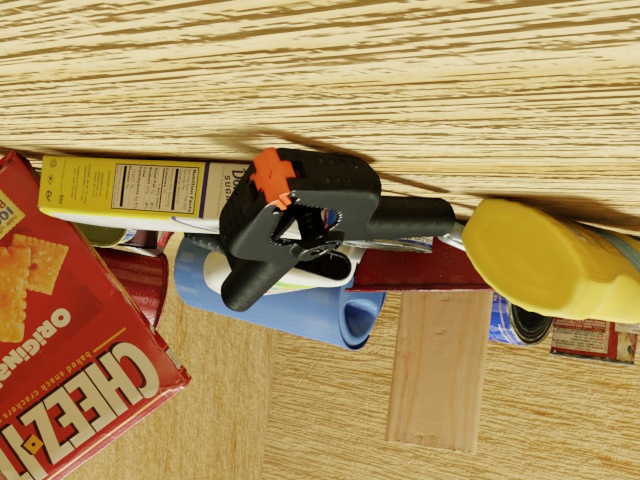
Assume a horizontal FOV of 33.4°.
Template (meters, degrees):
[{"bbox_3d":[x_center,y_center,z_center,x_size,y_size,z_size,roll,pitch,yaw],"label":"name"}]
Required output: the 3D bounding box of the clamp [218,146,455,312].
[{"bbox_3d":[-0.014,-0.005,0.631,0.165,0.036,0.209,-24,163,12],"label":"clamp"}]

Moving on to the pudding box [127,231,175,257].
[{"bbox_3d":[-0.208,-0.013,1.153,0.090,0.039,0.114,24,175,-12],"label":"pudding box"}]

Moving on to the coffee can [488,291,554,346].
[{"bbox_3d":[0.174,0.057,1.162,0.141,0.103,0.102,4,176,43],"label":"coffee can"}]

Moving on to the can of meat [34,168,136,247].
[{"bbox_3d":[-0.211,-0.027,0.927,0.102,0.057,0.084,8,180,-2],"label":"can of meat"}]

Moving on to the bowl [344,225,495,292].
[{"bbox_3d":[0.101,0.017,0.919,0.162,0.055,0.162,-1,178,0],"label":"bowl"}]

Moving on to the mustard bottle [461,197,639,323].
[{"bbox_3d":[0.183,0.019,0.738,0.096,0.058,0.191,39,-161,35],"label":"mustard bottle"}]

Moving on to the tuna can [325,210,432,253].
[{"bbox_3d":[0.046,-0.012,0.828,0.086,0.034,0.086,7,177,0],"label":"tuna can"}]

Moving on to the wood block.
[{"bbox_3d":[0.120,0.097,1.053,0.090,0.206,0.091,7,177,7],"label":"wood block"}]

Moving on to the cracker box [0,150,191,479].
[{"bbox_3d":[-0.223,0.068,0.783,0.164,0.214,0.072,-37,180,-5],"label":"cracker box"}]

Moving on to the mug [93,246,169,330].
[{"bbox_3d":[-0.202,0.043,1.041,0.081,0.093,0.117,13,-149,-21],"label":"mug"}]

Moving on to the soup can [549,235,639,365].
[{"bbox_3d":[0.226,0.047,0.867,0.068,0.102,0.068,7,177,0],"label":"soup can"}]

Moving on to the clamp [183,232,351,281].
[{"bbox_3d":[-0.056,0.001,0.931,0.120,0.039,0.172,9,-164,-37],"label":"clamp"}]

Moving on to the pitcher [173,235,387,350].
[{"bbox_3d":[-0.053,0.038,1.265,0.243,0.149,0.144,9,-167,27],"label":"pitcher"}]

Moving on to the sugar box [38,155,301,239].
[{"bbox_3d":[-0.096,-0.030,0.733,0.176,0.048,0.093,2,175,25],"label":"sugar box"}]

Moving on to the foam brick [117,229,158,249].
[{"bbox_3d":[-0.189,-0.021,1.027,0.053,0.051,0.078,6,177,9],"label":"foam brick"}]

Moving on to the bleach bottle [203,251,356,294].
[{"bbox_3d":[-0.055,0.026,1.103,0.102,0.068,0.251,8,168,-19],"label":"bleach bottle"}]
